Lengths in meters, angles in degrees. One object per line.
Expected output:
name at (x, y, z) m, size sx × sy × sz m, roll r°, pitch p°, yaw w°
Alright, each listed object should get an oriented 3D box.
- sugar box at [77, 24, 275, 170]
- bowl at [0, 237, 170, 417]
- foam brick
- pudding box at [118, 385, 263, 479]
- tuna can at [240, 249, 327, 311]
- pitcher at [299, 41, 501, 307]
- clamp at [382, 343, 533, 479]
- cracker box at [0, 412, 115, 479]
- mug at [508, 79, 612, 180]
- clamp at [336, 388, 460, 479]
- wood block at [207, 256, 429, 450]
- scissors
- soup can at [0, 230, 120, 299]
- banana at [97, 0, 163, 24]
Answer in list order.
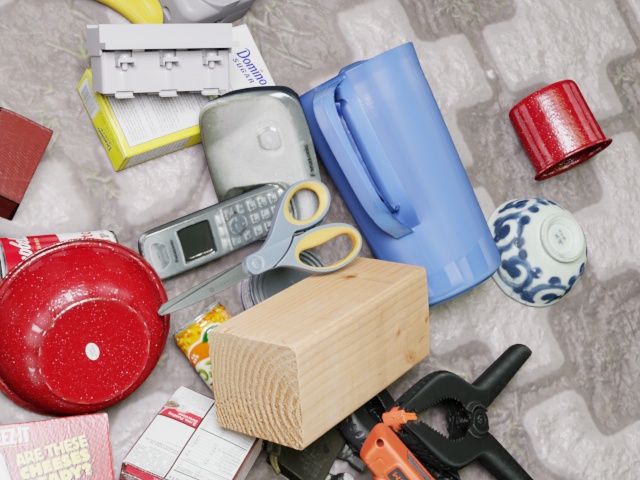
sugar box at (-0.132, -0.139, 1.023) m, size 0.175 × 0.048 × 0.093 m, roll -22°, pitch 83°, yaw -31°
bowl at (-0.192, 0.082, 0.879) m, size 0.161 × 0.055 × 0.162 m, roll -9°, pitch 110°, yaw -25°
foam brick at (-0.275, -0.067, 0.932) m, size 0.051 × 0.053 × 0.078 m, roll 25°, pitch 65°, yaw -15°
pudding box at (-0.105, 0.180, 0.897) m, size 0.090 × 0.039 × 0.113 m, roll 22°, pitch 35°, yaw 9°
tuna can at (-0.032, 0.048, 1.015) m, size 0.086 × 0.034 × 0.086 m, roll 7°, pitch 72°, yaw -22°
pitcher at (0.075, -0.057, 1.032) m, size 0.149 × 0.145 × 0.243 m, roll -28°, pitch 93°, yaw -21°
clamp at (0.147, 0.184, 1.029) m, size 0.209 × 0.036 × 0.164 m, roll 2°, pitch 73°, yaw -41°
cracker box at (-0.241, 0.255, 0.839) m, size 0.164 × 0.072 × 0.214 m, roll -3°, pitch 75°, yaw -25°
mug at (0.265, -0.123, 1.177) m, size 0.117 × 0.093 × 0.081 m, roll -8°, pitch 70°, yaw -58°
clamp at (0.058, 0.192, 0.991) m, size 0.171 × 0.039 × 0.120 m, roll 48°, pitch 26°, yaw 0°
wood block at (0.005, 0.089, 0.925) m, size 0.205 × 0.091 × 0.090 m, roll -26°, pitch 118°, yaw -50°
scissors at (-0.056, 0.001, 0.933) m, size 0.201 × 0.016 × 0.096 m, roll -10°, pitch 82°, yaw -26°
soup can at (-0.227, 0.027, 0.916) m, size 0.102 × 0.069 × 0.068 m, roll -5°, pitch 76°, yaw -26°
banana at (-0.230, -0.240, 1.013) m, size 0.197 × 0.037 × 0.069 m, roll 18°, pitch 67°, yaw -18°
